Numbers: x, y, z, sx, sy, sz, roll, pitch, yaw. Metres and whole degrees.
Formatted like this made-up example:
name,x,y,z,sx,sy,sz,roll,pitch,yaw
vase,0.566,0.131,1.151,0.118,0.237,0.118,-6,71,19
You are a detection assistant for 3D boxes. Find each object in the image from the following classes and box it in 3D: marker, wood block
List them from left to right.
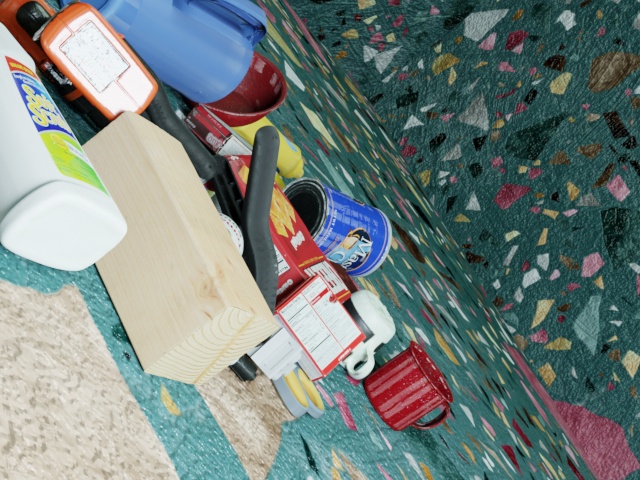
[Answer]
name,x,y,z,sx,sy,sz,roll,pitch,yaw
wood block,-0.130,0.006,0.891,0.206,0.091,0.090,59,13,26
marker,-0.098,0.087,0.965,0.121,0.020,0.020,49,13,-25

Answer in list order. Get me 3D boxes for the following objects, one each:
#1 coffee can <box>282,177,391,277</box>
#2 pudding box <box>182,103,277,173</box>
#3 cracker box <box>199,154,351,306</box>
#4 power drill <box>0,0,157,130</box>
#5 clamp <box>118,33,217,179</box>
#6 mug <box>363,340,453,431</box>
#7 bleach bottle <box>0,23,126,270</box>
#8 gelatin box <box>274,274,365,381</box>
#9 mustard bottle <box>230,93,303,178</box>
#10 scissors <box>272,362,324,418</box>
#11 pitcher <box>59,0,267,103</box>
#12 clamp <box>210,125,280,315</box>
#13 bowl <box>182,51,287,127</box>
name,x,y,z,sx,sy,sz,roll,pitch,yaw
coffee can,0.015,-0.016,1.446,0.140,0.103,0.103,23,31,-46
pudding box,-0.119,-0.122,1.402,0.090,0.039,0.113,45,5,39
cracker box,-0.058,0.002,1.245,0.214,0.072,0.164,56,12,4
power drill,-0.211,-0.152,0.975,0.184,0.057,0.188,48,-12,-25
clamp,-0.168,-0.132,1.093,0.120,0.039,0.171,23,-26,35
mug,0.116,0.195,1.357,0.117,0.081,0.093,49,13,-24
bleach bottle,-0.239,-0.095,0.824,0.251,0.068,0.102,57,11,27
gelatin box,-0.006,0.091,1.122,0.073,0.030,0.089,-40,96,-37
mustard bottle,-0.081,-0.149,1.620,0.096,0.058,0.191,41,-1,43
scissors,-0.044,0.111,1.125,0.096,0.016,0.202,45,14,-45
pitcher,-0.189,-0.271,1.301,0.145,0.149,0.242,38,9,32
clamp,-0.069,-0.008,1.074,0.165,0.036,0.210,149,-65,-63
bowl,-0.130,-0.208,1.491,0.162,0.055,0.162,11,43,-11
